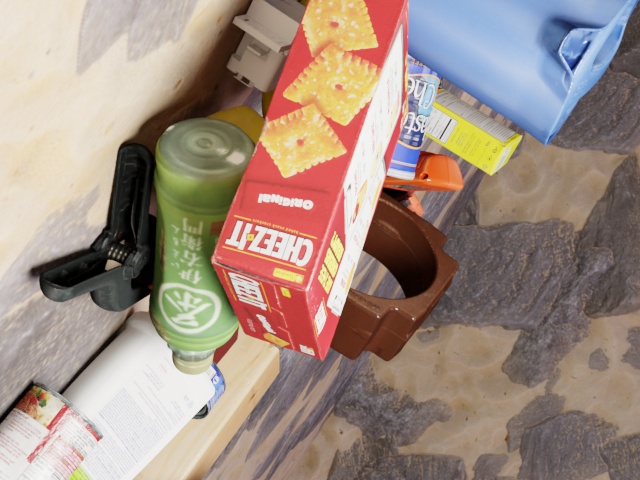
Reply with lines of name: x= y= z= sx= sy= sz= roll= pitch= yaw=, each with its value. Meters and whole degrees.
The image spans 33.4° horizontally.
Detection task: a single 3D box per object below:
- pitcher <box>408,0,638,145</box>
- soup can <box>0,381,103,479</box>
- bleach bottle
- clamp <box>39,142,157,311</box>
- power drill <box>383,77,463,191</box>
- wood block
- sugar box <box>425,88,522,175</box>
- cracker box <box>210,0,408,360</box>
pitcher: x=0.100 y=-0.183 z=0.771 sx=0.144 sy=0.243 sz=0.149 roll=-51 pitch=167 yaw=-29
soup can: x=-0.223 y=0.168 z=0.808 sx=0.102 sy=0.068 sz=0.068 roll=-52 pitch=168 yaw=-23
bleach bottle: x=-0.205 y=0.177 z=0.887 sx=0.250 sy=0.102 sz=0.068 roll=-44 pitch=-155 yaw=-27
clamp: x=-0.151 y=0.015 z=0.771 sx=0.120 sy=0.039 sz=0.171 roll=-52 pitch=164 yaw=-22
power drill: x=0.113 y=-0.144 z=1.056 sx=0.185 sy=0.057 sz=0.187 roll=1 pitch=-98 yaw=59
wood block: x=-0.140 y=0.191 z=1.180 sx=0.206 sy=0.090 sz=0.091 roll=-53 pitch=167 yaw=-21
sugar box: x=0.142 y=-0.144 z=1.241 sx=0.048 sy=0.176 sz=0.093 roll=-64 pitch=167 yaw=21
cracker box: x=0.000 y=-0.045 z=0.730 sx=0.164 sy=0.072 sz=0.213 roll=79 pitch=29 yaw=-68
